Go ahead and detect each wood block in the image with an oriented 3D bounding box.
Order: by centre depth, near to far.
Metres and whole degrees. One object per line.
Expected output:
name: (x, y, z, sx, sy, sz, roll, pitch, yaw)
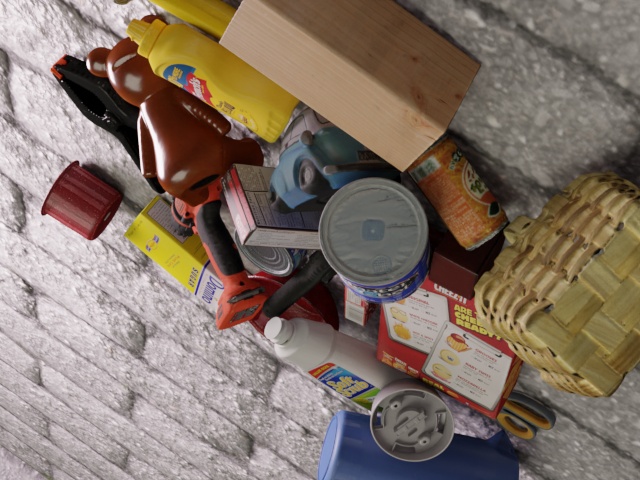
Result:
wood block: (0.026, -0.168, 0.959, 0.206, 0.090, 0.091, 34, 150, -7)

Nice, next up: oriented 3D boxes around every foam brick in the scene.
foam brick: (0.152, 0.011, 1.098, 0.051, 0.078, 0.053, 27, 147, 15)

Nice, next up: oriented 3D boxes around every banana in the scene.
banana: (-0.120, -0.233, 1.069, 0.198, 0.037, 0.069, 29, -177, -1)

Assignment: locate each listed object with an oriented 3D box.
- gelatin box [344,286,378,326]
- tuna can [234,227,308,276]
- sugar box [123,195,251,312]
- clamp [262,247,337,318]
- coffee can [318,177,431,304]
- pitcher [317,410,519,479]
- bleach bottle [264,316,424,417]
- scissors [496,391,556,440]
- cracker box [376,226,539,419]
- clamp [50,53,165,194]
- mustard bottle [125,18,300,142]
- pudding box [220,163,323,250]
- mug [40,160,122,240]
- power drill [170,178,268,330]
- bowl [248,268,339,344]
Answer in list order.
gelatin box: (0.059, 0.046, 1.243, 0.030, 0.073, 0.089, 25, 146, 19)
tuna can: (-0.058, 0.002, 1.245, 0.086, 0.033, 0.086, 26, 147, 18)
sugar box: (-0.185, 0.022, 1.489, 0.176, 0.048, 0.093, 42, 149, -5)
clamp: (-0.002, 0.034, 1.255, 0.039, 0.120, 0.172, 45, 145, 6)
coffee can: (0.058, 0.004, 1.059, 0.103, 0.103, 0.140, 31, 175, 12)
pitcher: (0.121, 0.309, 1.377, 0.242, 0.149, 0.145, 15, 142, -5)
bleach bottle: (0.024, 0.153, 1.330, 0.103, 0.068, 0.250, -16, 146, 42)
scissors: (0.201, 0.194, 1.348, 0.202, 0.016, 0.096, 24, 146, 22)
cracker box: (0.154, 0.093, 1.210, 0.164, 0.072, 0.214, 26, 146, 18)
clamp: (-0.242, -0.156, 1.322, 0.210, 0.036, 0.165, 44, 149, -10)
mustard bottle: (-0.115, -0.175, 1.112, 0.191, 0.058, 0.096, 30, 168, -6)
pudding box: (-0.046, -0.036, 1.179, 0.039, 0.113, 0.090, -50, 49, 41)
mug: (-0.334, -0.053, 1.515, 0.081, 0.093, 0.117, 33, 180, 0)
power drill: (-0.136, 0.015, 1.350, 0.188, 0.057, 0.185, 65, 160, 10)
bowl: (-0.033, 0.087, 1.408, 0.162, 0.055, 0.162, 26, 147, 18)
